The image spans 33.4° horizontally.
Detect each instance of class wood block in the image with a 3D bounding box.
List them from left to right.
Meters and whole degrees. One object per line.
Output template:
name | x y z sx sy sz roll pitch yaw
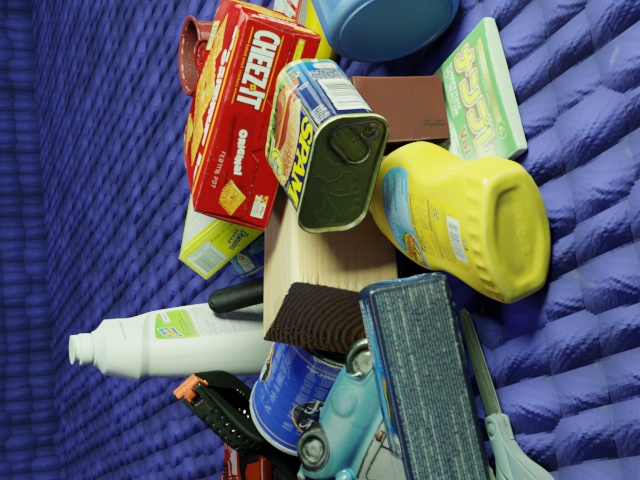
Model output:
wood block | 0.006 -0.017 0.909 0.090 0.090 0.206 117 158 -48

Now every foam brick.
foam brick | 0.052 -0.095 0.824 0.051 0.078 0.053 157 107 -64

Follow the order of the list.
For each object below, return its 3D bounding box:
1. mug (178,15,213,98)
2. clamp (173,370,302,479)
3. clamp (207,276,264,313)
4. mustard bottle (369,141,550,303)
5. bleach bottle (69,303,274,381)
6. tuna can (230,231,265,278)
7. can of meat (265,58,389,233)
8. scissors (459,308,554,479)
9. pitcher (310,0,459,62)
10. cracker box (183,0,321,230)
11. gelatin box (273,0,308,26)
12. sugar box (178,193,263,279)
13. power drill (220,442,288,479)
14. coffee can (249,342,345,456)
mug | -0.121 -0.209 1.273 0.117 0.081 0.093 112 148 -43
clamp | -0.056 0.186 1.036 0.036 0.209 0.165 -43 48 12
clamp | -0.035 0.043 1.043 0.172 0.120 0.039 -18 96 64
mustard bottle | 0.087 -0.022 0.783 0.192 0.058 0.096 24 135 60
bleach bottle | -0.129 0.100 1.090 0.103 0.250 0.068 -133 47 -59
tuna can | -0.057 0.001 1.122 0.034 0.086 0.086 55 159 -9
can of meat | 0.001 -0.071 0.780 0.084 0.057 0.102 -120 33 -44
scissors | 0.136 0.138 0.752 0.096 0.016 0.202 142 122 -66
pitcher | 0.035 -0.274 0.854 0.149 0.145 0.243 106 151 -63
cracker box | -0.068 -0.120 0.932 0.214 0.072 0.164 -118 43 -71
gelatin box | -0.026 -0.229 1.110 0.073 0.030 0.089 -119 35 -50
sugar box | -0.097 -0.045 1.128 0.093 0.048 0.176 -38 24 23
power drill | -0.066 0.296 1.202 0.188 0.057 0.184 159 108 -66
coffee can | 0.001 0.117 0.969 0.140 0.102 0.103 113 148 -44
